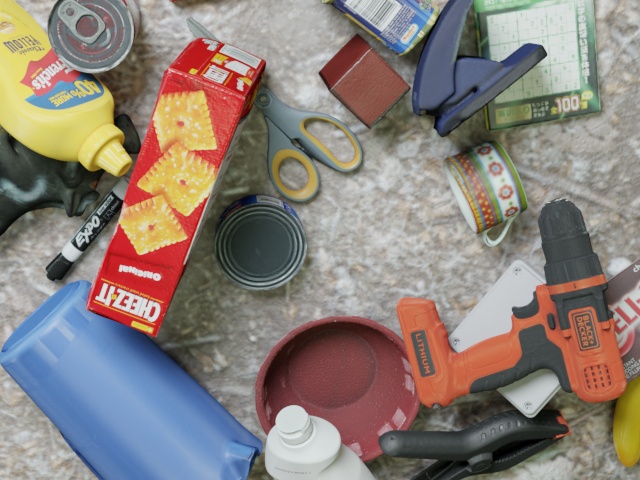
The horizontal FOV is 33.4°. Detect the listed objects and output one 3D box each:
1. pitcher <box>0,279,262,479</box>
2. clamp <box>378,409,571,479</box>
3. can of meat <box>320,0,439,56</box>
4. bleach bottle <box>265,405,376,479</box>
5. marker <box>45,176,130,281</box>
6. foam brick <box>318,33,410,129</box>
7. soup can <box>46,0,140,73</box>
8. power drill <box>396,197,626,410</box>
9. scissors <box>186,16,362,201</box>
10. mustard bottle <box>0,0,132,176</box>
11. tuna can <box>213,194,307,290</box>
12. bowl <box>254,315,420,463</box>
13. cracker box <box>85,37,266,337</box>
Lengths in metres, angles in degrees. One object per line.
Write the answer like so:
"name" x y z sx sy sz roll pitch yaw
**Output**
"pitcher" -0.185 0.160 0.997 0.149 0.145 0.242 -42 105 -4
"clamp" 0.148 0.218 1.073 0.209 0.036 0.165 -11 143 -15
"can of meat" 0.046 -0.204 0.899 0.084 0.102 0.057 34 103 -18
"bleach bottle" 0.015 0.239 1.006 0.103 0.068 0.251 -2 137 19
"marker" -0.213 -0.009 0.984 0.020 0.020 0.121 39 101 -17
"foam brick" 0.038 -0.140 0.933 0.053 0.078 0.051 41 100 -19
"soup can" -0.185 -0.181 0.883 0.068 0.102 0.068 -2 109 -5
"power drill" 0.168 0.069 0.967 0.188 0.057 0.184 -14 85 18
"scissors" -0.056 -0.109 0.967 0.201 0.016 0.096 30 104 -14
"mustard bottle" -0.226 -0.120 0.867 0.192 0.096 0.058 42 126 10
"tuna can" -0.057 0.001 0.995 0.086 0.034 0.086 -2 109 -5
"bowl" 0.015 0.138 1.038 0.162 0.055 0.162 -2 109 -5
"cracker box" -0.120 -0.052 0.894 0.072 0.164 0.214 22 110 -5
